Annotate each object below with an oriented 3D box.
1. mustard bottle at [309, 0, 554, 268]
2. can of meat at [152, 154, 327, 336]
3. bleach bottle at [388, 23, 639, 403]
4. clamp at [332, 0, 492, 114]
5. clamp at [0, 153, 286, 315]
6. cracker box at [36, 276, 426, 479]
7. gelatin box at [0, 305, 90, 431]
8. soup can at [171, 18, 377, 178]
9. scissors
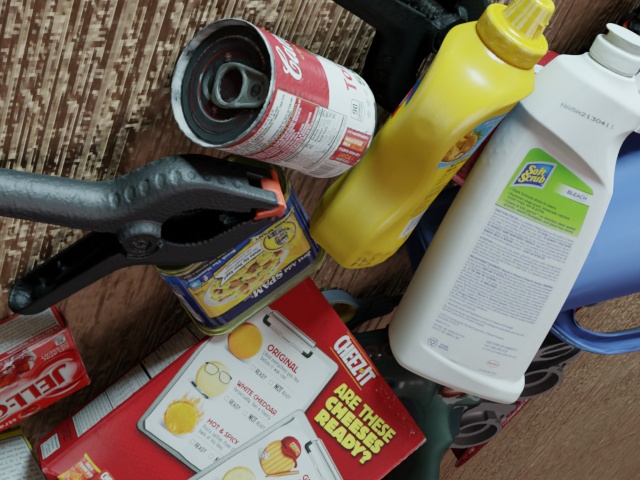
[{"bbox_3d":[0.071,-0.068,0.627,0.192,0.058,0.096,-51,170,35],"label":"mustard bottle"},{"bbox_3d":[-0.054,0.001,0.668,0.102,0.057,0.084,-36,148,-5],"label":"can of meat"},{"bbox_3d":[0.137,-0.016,0.677,0.102,0.068,0.251,20,118,-13],"label":"bleach bottle"},{"bbox_3d":[0.057,-0.130,0.624,0.164,0.036,0.210,-28,151,-19],"label":"clamp"},{"bbox_3d":[-0.107,-0.004,0.590,0.171,0.039,0.120,-4,150,-12],"label":"clamp"},{"bbox_3d":[-0.061,0.138,0.739,0.213,0.072,0.164,-39,108,-10],"label":"cracker box"},{"bbox_3d":[-0.192,0.083,0.659,0.089,0.030,0.073,-27,149,-18],"label":"gelatin box"},{"bbox_3d":[-0.023,-0.074,0.586,0.069,0.068,0.102,-49,149,19],"label":"soup can"},{"bbox_3d":[0.036,0.069,0.900,0.201,0.016,0.096,-1,136,-46],"label":"scissors"}]
